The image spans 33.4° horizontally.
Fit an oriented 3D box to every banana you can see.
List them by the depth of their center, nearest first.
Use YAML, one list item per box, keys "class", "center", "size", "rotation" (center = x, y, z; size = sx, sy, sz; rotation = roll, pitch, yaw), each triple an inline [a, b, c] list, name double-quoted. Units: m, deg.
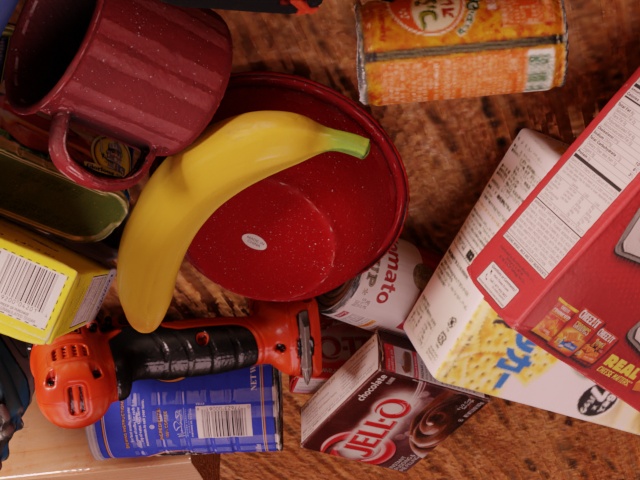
- class: "banana"
  center: [-0.064, -0.014, 0.574]
  size: [0.069, 0.037, 0.198]
  rotation: [45, 125, -11]

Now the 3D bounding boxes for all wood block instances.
- class: "wood block"
  center: [-0.195, 0.175, 0.905]
  size: [0.206, 0.090, 0.091]
  rotation: [-7, 145, 8]

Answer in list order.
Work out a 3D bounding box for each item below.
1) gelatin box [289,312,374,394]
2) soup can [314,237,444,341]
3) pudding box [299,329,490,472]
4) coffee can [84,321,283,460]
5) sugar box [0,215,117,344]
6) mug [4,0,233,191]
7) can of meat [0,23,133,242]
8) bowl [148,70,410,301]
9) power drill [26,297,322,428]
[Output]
- class: "gelatin box"
  center: [0.021, 0.077, 0.792]
  size: [0.089, 0.073, 0.030]
  rotation: [5, 145, -11]
- class: "soup can"
  center: [0.050, 0.032, 0.734]
  size: [0.102, 0.068, 0.069]
  rotation: [21, 139, -29]
- class: "pudding box"
  center: [0.049, 0.116, 0.751]
  size: [0.090, 0.039, 0.114]
  rotation: [17, 133, -24]
- class: "coffee can"
  center: [-0.100, 0.111, 0.808]
  size: [0.140, 0.103, 0.103]
  rotation: [-3, 145, 0]
- class: "sugar box"
  center: [-0.168, 0.014, 0.580]
  size: [0.093, 0.048, 0.176]
  rotation: [25, 180, -5]
- class: "mug"
  center: [-0.099, -0.081, 0.527]
  size: [0.081, 0.117, 0.093]
  rotation: [22, 157, -38]
- class: "can of meat"
  center: [-0.150, -0.056, 0.581]
  size: [0.102, 0.084, 0.058]
  rotation: [23, 138, -32]
- class: "bowl"
  center: [-0.031, -0.017, 0.627]
  size: [0.162, 0.055, 0.162]
  rotation: [7, 130, 8]
- class: "power drill"
  center: [-0.103, 0.062, 0.721]
  size: [0.187, 0.184, 0.057]
  rotation: [-10, 109, -13]
